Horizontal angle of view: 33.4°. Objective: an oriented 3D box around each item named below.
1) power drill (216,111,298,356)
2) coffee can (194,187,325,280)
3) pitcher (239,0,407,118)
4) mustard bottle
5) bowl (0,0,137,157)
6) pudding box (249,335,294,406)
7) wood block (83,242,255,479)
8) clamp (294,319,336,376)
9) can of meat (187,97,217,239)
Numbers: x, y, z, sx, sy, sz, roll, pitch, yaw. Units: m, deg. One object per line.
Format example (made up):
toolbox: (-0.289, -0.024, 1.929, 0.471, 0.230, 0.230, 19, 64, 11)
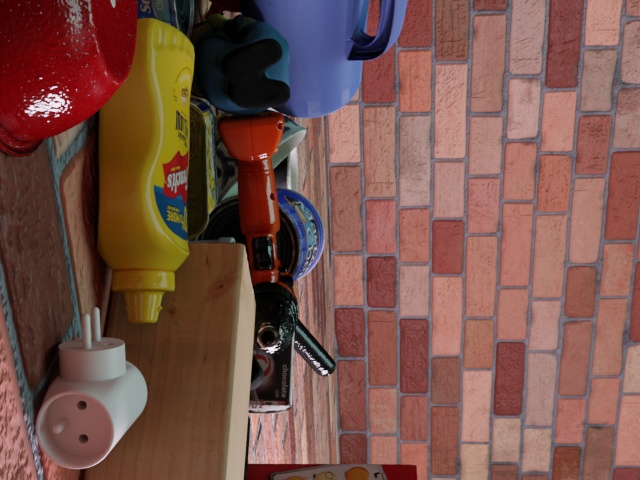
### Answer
power drill: (-0.051, -0.010, 0.885, 0.184, 0.057, 0.188, -117, -157, -78)
coffee can: (-0.057, 0.001, 1.060, 0.140, 0.103, 0.103, -30, 119, -79)
pitcher: (-0.006, -0.219, 0.954, 0.243, 0.145, 0.149, 88, -7, -56)
mustard bottle: (-0.115, -0.042, 0.701, 0.096, 0.058, 0.191, 51, 40, -81)
bowl: (-0.129, -0.123, 0.534, 0.162, 0.055, 0.162, 0, 90, -85)
pudding box: (-0.072, 0.109, 1.075, 0.039, 0.090, 0.113, 76, 15, -74)
wood block: (-0.097, 0.111, 0.719, 0.091, 0.090, 0.206, 83, 7, -57)
clamp: (-0.053, 0.076, 1.205, 0.165, 0.036, 0.209, 60, 13, 20)
can of meat: (-0.109, -0.058, 0.809, 0.084, 0.057, 0.102, -81, 171, -79)
